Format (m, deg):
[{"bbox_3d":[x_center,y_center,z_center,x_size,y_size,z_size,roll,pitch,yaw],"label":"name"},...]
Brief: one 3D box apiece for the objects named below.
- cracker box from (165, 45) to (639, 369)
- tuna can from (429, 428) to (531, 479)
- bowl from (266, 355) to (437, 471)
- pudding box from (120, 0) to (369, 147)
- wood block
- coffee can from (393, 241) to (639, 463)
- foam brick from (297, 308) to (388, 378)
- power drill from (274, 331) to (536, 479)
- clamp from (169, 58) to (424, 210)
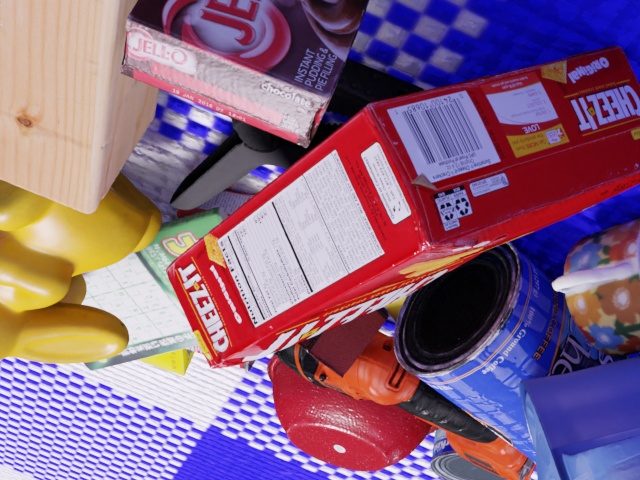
[{"bbox_3d":[0.042,-0.011,0.543,0.214,0.163,0.072,-34,77,54],"label":"cracker box"},{"bbox_3d":[0.138,0.184,0.913,0.086,0.033,0.086,9,149,5],"label":"tuna can"},{"bbox_3d":[0.022,0.157,0.929,0.162,0.055,0.162,15,150,9],"label":"bowl"},{"bbox_3d":[-0.027,-0.104,0.480,0.090,0.113,0.039,22,139,-3],"label":"pudding box"},{"bbox_3d":[-0.123,-0.121,0.500,0.091,0.090,0.206,22,140,0],"label":"wood block"},{"bbox_3d":[0.132,0.076,0.685,0.140,0.102,0.103,37,146,-26],"label":"coffee can"},{"bbox_3d":[-0.006,0.041,0.690,0.078,0.051,0.053,36,176,39],"label":"foam brick"},{"bbox_3d":[0.065,0.114,0.806,0.187,0.057,0.185,28,172,-23],"label":"power drill"},{"bbox_3d":[-0.034,-0.066,0.621,0.210,0.036,0.164,7,146,21],"label":"clamp"}]
